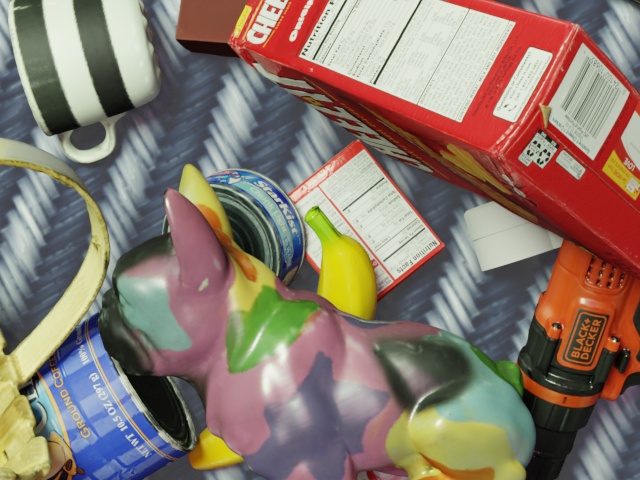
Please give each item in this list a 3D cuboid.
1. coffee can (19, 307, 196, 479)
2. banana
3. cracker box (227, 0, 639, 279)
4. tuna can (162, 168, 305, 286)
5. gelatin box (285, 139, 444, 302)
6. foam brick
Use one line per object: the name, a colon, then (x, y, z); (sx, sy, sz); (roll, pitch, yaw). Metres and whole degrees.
coffee can: (-0.161, 0.119, 0.645); (0.140, 0.103, 0.103); (-32, 86, 2)
banana: (-0.015, 0.071, 0.651); (0.069, 0.037, 0.198); (24, 112, -5)
cracker box: (0.075, -0.067, 0.556); (0.214, 0.164, 0.072); (31, 91, 46)
tuna can: (-0.054, 0.001, 0.657); (0.086, 0.033, 0.086); (9, 112, 24)
gelatin box: (0.023, -0.007, 0.672); (0.073, 0.030, 0.089); (-39, 89, 2)
foam brick: (-0.058, -0.157, 0.673); (0.053, 0.051, 0.078); (7, 89, 3)
